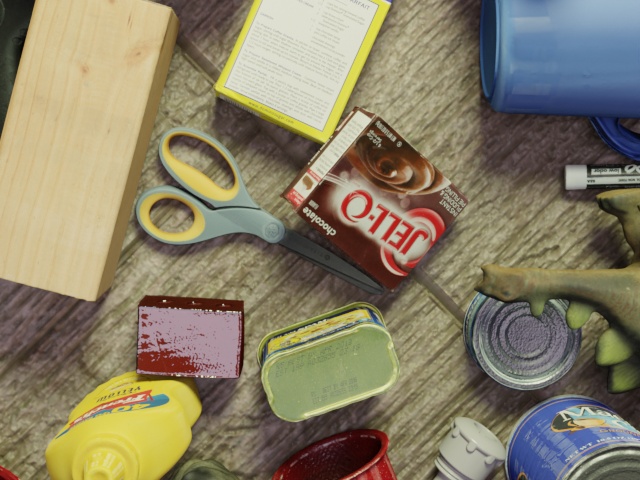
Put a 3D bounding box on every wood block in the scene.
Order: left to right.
[{"bbox_3d":[-0.171,-0.071,0.756,0.090,0.091,0.206,15,94,-3],"label":"wood block"}]

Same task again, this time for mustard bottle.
[{"bbox_3d":[-0.135,0.135,0.724,0.096,0.191,0.058,-16,95,-1],"label":"mustard bottle"}]

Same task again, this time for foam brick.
[{"bbox_3d":[-0.095,0.071,0.790,0.078,0.053,0.051,3,95,-3],"label":"foam brick"}]

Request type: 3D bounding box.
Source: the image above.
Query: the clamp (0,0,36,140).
[{"bbox_3d":[-0.252,-0.163,0.772,0.120,0.039,0.171,19,94,-7],"label":"clamp"}]

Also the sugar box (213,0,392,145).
[{"bbox_3d":[-0.001,-0.168,0.777,0.093,0.048,0.176,25,90,-5],"label":"sugar box"}]

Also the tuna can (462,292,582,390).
[{"bbox_3d":[0.153,0.069,0.808,0.086,0.034,0.086,0,95,-2],"label":"tuna can"}]

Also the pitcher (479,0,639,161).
[{"bbox_3d":[0.239,-0.136,0.756,0.243,0.145,0.149,-1,83,1],"label":"pitcher"}]

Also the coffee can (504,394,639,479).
[{"bbox_3d":[0.197,0.176,0.765,0.103,0.140,0.103,0,95,-2],"label":"coffee can"}]

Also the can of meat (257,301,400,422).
[{"bbox_3d":[0.005,0.088,0.779,0.102,0.084,0.057,-19,95,-1],"label":"can of meat"}]

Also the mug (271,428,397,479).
[{"bbox_3d":[0.011,0.200,0.794,0.117,0.093,0.081,-16,102,30],"label":"mug"}]

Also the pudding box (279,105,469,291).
[{"bbox_3d":[0.040,-0.030,0.773,0.113,0.039,0.090,39,92,-30],"label":"pudding box"}]

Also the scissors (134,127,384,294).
[{"bbox_3d":[-0.055,0.001,0.804,0.096,0.016,0.201,-45,95,4],"label":"scissors"}]
